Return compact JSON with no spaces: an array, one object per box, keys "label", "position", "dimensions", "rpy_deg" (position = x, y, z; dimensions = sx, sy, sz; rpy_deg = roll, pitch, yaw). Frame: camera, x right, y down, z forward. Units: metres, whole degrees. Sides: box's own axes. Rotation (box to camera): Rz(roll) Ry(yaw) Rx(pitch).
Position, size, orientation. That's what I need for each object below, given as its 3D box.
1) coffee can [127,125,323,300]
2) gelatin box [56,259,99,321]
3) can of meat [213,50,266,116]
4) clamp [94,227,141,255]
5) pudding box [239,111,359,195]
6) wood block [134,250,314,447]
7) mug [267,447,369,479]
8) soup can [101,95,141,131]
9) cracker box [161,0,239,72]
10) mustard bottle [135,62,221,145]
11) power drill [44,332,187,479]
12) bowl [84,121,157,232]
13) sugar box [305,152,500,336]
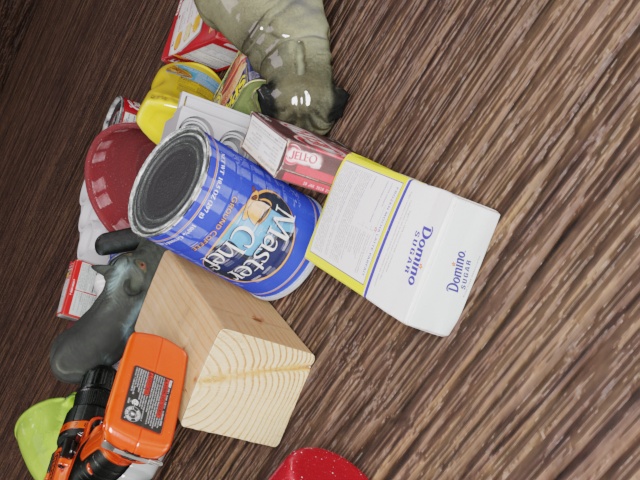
[{"label":"coffee can","position":[-0.079,-0.021,0.919],"dimensions":[0.103,0.140,0.103],"rpy_deg":[-28,47,34]},{"label":"gelatin box","position":[-0.282,0.072,1.354],"dimensions":[0.030,0.089,0.073],"rpy_deg":[-16,59,58]},{"label":"can of meat","position":[-0.073,-0.146,1.120],"dimensions":[0.102,0.057,0.084],"rpy_deg":[-55,28,32]},{"label":"clamp","position":[-0.158,-0.009,1.131],"dimensions":[0.172,0.120,0.039],"rpy_deg":[-43,43,40]},{"label":"pudding box","position":[-0.009,-0.069,0.895],"dimensions":[0.039,0.090,0.114],"rpy_deg":[-68,25,8]},{"label":"wood block","position":[-0.093,0.090,0.956],"dimensions":[0.090,0.090,0.206],"rpy_deg":[-67,25,9]},{"label":"mug","position":[-0.002,0.202,0.713],"dimensions":[0.117,0.093,0.082],"rpy_deg":[48,116,27]},{"label":"soup can","position":[-0.218,-0.134,1.349],"dimensions":[0.069,0.102,0.068],"rpy_deg":[-44,36,45]},{"label":"cracker box","position":[-0.106,-0.290,1.267],"dimensions":[0.214,0.072,0.164],"rpy_deg":[5,77,65]},{"label":"mustard bottle","position":[-0.149,-0.160,1.225],"dimensions":[0.058,0.096,0.191],"rpy_deg":[-58,13,25]},{"label":"power drill","position":[-0.177,0.155,0.908],"dimensions":[0.188,0.057,0.184],"rpy_deg":[-49,27,44]},{"label":"bowl","position":[-0.197,-0.067,1.255],"dimensions":[0.162,0.162,0.055],"rpy_deg":[-54,-10,33]},{"label":"sugar box","position":[0.054,-0.002,0.775],"dimensions":[0.176,0.048,0.093],"rpy_deg":[32,102,61]}]
